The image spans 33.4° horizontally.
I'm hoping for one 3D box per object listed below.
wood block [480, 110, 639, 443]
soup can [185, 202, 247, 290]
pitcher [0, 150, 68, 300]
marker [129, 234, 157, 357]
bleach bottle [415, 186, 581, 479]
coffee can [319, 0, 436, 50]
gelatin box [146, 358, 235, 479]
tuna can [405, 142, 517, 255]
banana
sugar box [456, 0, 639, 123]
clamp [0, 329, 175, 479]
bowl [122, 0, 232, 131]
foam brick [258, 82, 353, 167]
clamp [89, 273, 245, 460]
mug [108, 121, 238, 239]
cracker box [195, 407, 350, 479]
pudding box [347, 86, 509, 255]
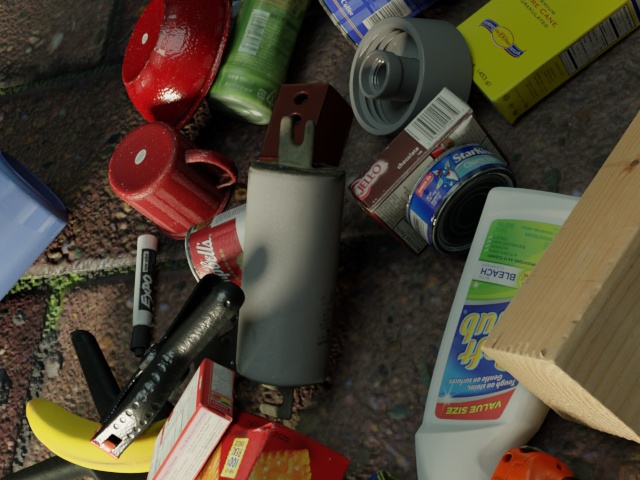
[{"bbox_3d":[0.211,0.017,0.700,0.206,0.090,0.091,-54,18,-11],"label":"wood block"},{"bbox_3d":[-0.056,0.001,0.923,0.102,0.068,0.068,-21,57,21],"label":"soup can"},{"bbox_3d":[-0.381,0.019,1.076,0.243,0.149,0.145,-46,40,-1],"label":"pitcher"},{"bbox_3d":[-0.165,0.052,0.997,0.020,0.020,0.121,-15,59,25],"label":"marker"},{"bbox_3d":[0.134,0.090,0.764,0.103,0.068,0.251,11,76,31],"label":"bleach bottle"},{"bbox_3d":[0.066,-0.249,0.953,0.140,0.102,0.103,-34,53,13],"label":"coffee can"},{"bbox_3d":[-0.096,0.144,0.799,0.089,0.030,0.073,-59,13,16],"label":"gelatin box"},{"bbox_3d":[0.110,-0.031,0.824,0.086,0.086,0.034,-45,52,4],"label":"tuna can"},{"bbox_3d":[-0.171,0.161,0.890,0.198,0.037,0.069,-5,40,22],"label":"banana"},{"bbox_3d":[0.196,-0.185,0.876,0.176,0.048,0.093,-40,51,10],"label":"sugar box"},{"bbox_3d":[-0.180,0.164,0.937,0.210,0.036,0.164,5,67,31],"label":"clamp"},{"bbox_3d":[-0.147,-0.183,1.032,0.162,0.055,0.162,-39,41,44],"label":"bowl"},{"bbox_3d":[-0.012,-0.096,0.956,0.053,0.051,0.078,3,68,33],"label":"foam brick"},{"bbox_3d":[-0.121,0.093,0.852,0.039,0.120,0.171,40,92,-5],"label":"clamp"},{"bbox_3d":[-0.133,-0.060,0.994,0.117,0.081,0.093,-7,63,29],"label":"mug"},{"bbox_3d":[-0.074,0.230,0.763,0.213,0.072,0.164,-63,13,-11],"label":"cracker box"},{"bbox_3d":[0.087,-0.052,0.847,0.113,0.090,0.039,-44,53,4],"label":"pudding box"}]
